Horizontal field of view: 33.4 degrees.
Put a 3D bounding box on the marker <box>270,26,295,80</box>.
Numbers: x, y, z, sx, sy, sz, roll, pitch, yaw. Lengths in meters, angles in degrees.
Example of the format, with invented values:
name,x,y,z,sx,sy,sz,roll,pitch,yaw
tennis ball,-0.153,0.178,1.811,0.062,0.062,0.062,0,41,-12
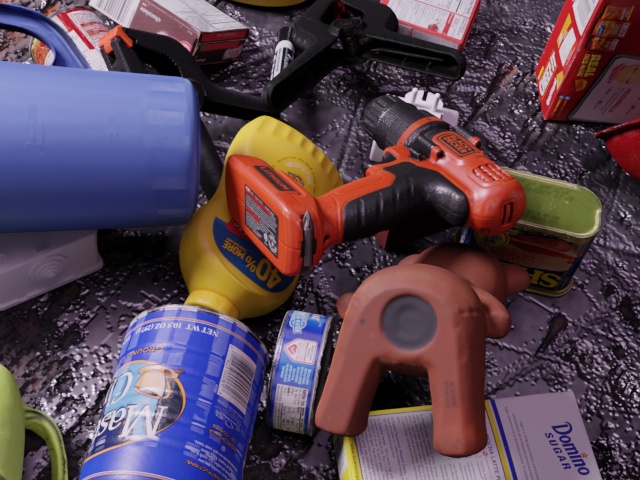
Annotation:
name,x,y,z,sx,sy,sz,roll,pitch,yaw
marker,-0.033,-0.154,0.942,0.020,0.020,0.121,7,41,-3

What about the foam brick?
name,x,y,z,sx,sy,sz,roll,pitch,yaw
foam brick,0.076,-0.036,0.874,0.078,0.053,0.051,-19,61,-18

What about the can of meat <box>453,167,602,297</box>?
name,x,y,z,sx,sy,sz,roll,pitch,yaw
can of meat,0.163,-0.007,0.846,0.102,0.084,0.057,13,55,1

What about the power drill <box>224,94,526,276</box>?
name,x,y,z,sx,sy,sz,roll,pitch,yaw
power drill,0.029,-0.048,0.783,0.187,0.057,0.185,-17,35,-23

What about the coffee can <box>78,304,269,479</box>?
name,x,y,z,sx,sy,sz,roll,pitch,yaw
coffee can,-0.096,0.128,0.703,0.103,0.103,0.140,11,50,0

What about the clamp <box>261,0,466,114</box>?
name,x,y,z,sx,sy,sz,roll,pitch,yaw
clamp,0.035,-0.170,0.918,0.164,0.036,0.210,-6,32,5

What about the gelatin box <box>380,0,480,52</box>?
name,x,y,z,sx,sy,sz,roll,pitch,yaw
gelatin box,0.100,-0.213,1.009,0.089,0.030,0.073,20,55,6

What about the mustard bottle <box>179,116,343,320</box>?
name,x,y,z,sx,sy,sz,roll,pitch,yaw
mustard bottle,-0.055,0.001,0.819,0.096,0.058,0.191,41,55,-22

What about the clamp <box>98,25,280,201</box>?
name,x,y,z,sx,sy,sz,roll,pitch,yaw
clamp,-0.109,-0.101,0.861,0.171,0.039,0.120,31,50,-29

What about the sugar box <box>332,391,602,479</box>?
name,x,y,z,sx,sy,sz,roll,pitch,yaw
sugar box,0.103,0.162,0.750,0.176,0.048,0.093,-2,54,-12

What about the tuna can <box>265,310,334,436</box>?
name,x,y,z,sx,sy,sz,roll,pitch,yaw
tuna can,-0.014,0.093,0.755,0.034,0.086,0.086,10,56,5

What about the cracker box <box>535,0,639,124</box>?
name,x,y,z,sx,sy,sz,roll,pitch,yaw
cracker box,0.315,-0.174,0.930,0.213,0.164,0.072,1,58,-7

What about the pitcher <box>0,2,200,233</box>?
name,x,y,z,sx,sy,sz,roll,pitch,yaw
pitcher,-0.210,-0.076,0.754,0.242,0.149,0.145,0,38,-11

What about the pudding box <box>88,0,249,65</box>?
name,x,y,z,sx,sy,sz,roll,pitch,yaw
pudding box,-0.131,-0.196,0.939,0.113,0.039,0.089,36,24,14

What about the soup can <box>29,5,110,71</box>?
name,x,y,z,sx,sy,sz,roll,pitch,yaw
soup can,-0.190,-0.140,0.900,0.068,0.068,0.102,-30,65,-24
